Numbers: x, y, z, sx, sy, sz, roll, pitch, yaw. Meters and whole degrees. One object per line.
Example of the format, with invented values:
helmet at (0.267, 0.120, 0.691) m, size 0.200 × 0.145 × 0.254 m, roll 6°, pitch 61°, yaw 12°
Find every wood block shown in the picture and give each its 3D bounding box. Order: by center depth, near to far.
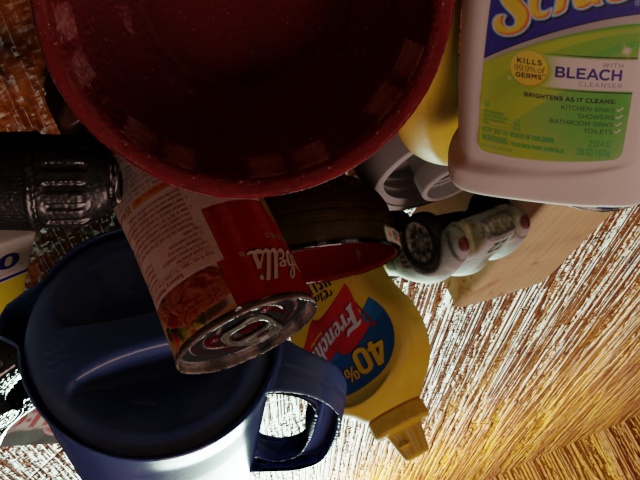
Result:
wood block at (0.155, -0.044, 0.773) m, size 0.090 × 0.091 × 0.206 m, roll -14°, pitch 156°, yaw -25°

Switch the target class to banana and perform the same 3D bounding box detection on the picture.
banana at (0.061, -0.081, 0.542) m, size 0.069 × 0.037 × 0.198 m, roll -43°, pitch 155°, yaw -14°

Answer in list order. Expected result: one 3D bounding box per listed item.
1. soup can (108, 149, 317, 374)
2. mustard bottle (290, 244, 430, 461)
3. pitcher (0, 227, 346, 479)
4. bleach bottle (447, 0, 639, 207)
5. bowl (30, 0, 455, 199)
soup can at (-0.053, 0.001, 0.487) m, size 0.068 × 0.102 × 0.068 m, roll -23°, pitch 160°, yaw -9°
mustard bottle at (0.021, 0.062, 0.732) m, size 0.096 × 0.192 × 0.058 m, roll -36°, pitch 163°, yaw 27°
pitcher at (-0.084, 0.107, 0.641) m, size 0.144 × 0.149 × 0.243 m, roll -31°, pitch 157°, yaw -20°
bleach bottle at (0.101, -0.135, 0.438) m, size 0.103 × 0.068 × 0.251 m, roll 8°, pitch 128°, yaw 20°
bowl at (-0.030, -0.101, 0.426) m, size 0.162 × 0.162 × 0.055 m, roll -26°, pitch -162°, yaw 4°
